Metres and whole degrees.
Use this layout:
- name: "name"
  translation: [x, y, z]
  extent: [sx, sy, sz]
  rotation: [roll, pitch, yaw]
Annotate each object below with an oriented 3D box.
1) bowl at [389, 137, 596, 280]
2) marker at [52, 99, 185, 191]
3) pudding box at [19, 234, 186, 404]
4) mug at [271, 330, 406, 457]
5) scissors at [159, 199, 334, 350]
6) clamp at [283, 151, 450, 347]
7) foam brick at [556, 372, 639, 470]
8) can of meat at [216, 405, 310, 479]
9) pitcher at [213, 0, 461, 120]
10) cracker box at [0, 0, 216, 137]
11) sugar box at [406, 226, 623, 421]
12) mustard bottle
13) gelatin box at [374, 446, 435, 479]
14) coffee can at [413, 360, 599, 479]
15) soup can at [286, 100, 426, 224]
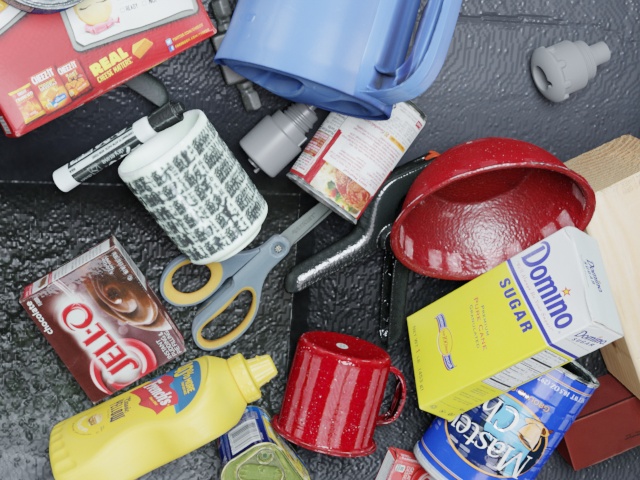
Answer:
- name: "bowl"
  translation: [0.130, -0.032, 0.842]
  extent: [0.162, 0.055, 0.162]
  rotation: [-6, 148, -4]
- name: "marker"
  translation: [-0.155, -0.074, 0.826]
  extent: [0.121, 0.020, 0.020]
  rotation: [-29, 111, 17]
- name: "pudding box"
  translation: [-0.176, 0.065, 0.872]
  extent: [0.090, 0.039, 0.113]
  rotation: [-30, 110, 0]
- name: "mug"
  translation: [0.023, 0.128, 0.908]
  extent: [0.117, 0.093, 0.081]
  rotation: [9, 100, -26]
- name: "scissors"
  translation: [-0.056, 0.001, 0.889]
  extent: [0.096, 0.016, 0.202]
  rotation: [33, 98, -18]
- name: "clamp"
  translation: [0.062, 0.007, 0.902]
  extent: [0.171, 0.039, 0.120]
  rotation: [-48, 121, 3]
- name: "foam brick"
  translation: [0.252, 0.166, 0.981]
  extent: [0.078, 0.051, 0.053]
  rotation: [-21, 110, -4]
- name: "can of meat"
  translation: [-0.045, 0.200, 0.916]
  extent: [0.057, 0.084, 0.102]
  rotation: [-33, 110, 0]
- name: "pitcher"
  translation: [0.030, -0.213, 0.758]
  extent: [0.149, 0.145, 0.243]
  rotation: [18, 91, -4]
- name: "cracker box"
  translation: [-0.195, -0.201, 0.739]
  extent: [0.164, 0.072, 0.213]
  rotation: [-32, 106, -18]
- name: "sugar box"
  translation: [0.151, 0.069, 0.866]
  extent: [0.048, 0.093, 0.177]
  rotation: [24, 135, -35]
- name: "mustard bottle"
  translation: [-0.125, 0.144, 0.876]
  extent: [0.191, 0.096, 0.058]
  rotation: [-26, 109, -2]
- name: "gelatin box"
  translation: [0.083, 0.241, 0.982]
  extent: [0.073, 0.030, 0.089]
  rotation: [19, 103, -16]
- name: "coffee can"
  translation: [0.161, 0.154, 0.932]
  extent: [0.102, 0.103, 0.140]
  rotation: [29, 99, -18]
- name: "soup can"
  translation: [0.029, -0.073, 0.849]
  extent: [0.068, 0.068, 0.102]
  rotation: [36, 89, -19]
